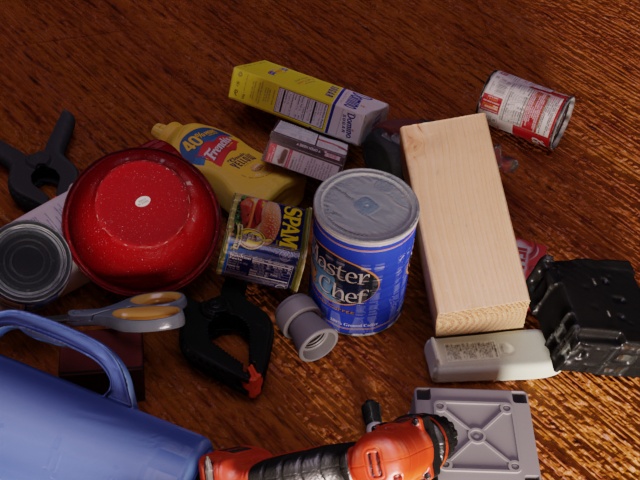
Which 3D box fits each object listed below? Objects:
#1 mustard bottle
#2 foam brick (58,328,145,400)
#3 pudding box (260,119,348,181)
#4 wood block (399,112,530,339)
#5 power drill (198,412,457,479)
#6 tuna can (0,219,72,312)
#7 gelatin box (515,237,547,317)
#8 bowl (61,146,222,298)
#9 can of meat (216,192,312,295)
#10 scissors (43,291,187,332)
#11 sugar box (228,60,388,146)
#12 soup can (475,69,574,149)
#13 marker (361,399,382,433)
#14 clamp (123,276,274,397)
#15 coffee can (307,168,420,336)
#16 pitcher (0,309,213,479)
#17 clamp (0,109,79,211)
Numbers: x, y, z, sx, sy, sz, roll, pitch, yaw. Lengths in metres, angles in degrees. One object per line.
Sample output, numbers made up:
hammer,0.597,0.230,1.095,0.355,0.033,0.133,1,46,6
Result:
mustard bottle,-0.116,-0.085,1.207,0.192,0.058,0.096,30,42,23
foam brick,-0.206,0.120,1.010,0.078,0.053,0.051,-4,47,-9
pudding box,-0.015,-0.100,1.199,0.090,0.039,0.113,18,11,-1
wood block,0.142,-0.013,1.081,0.091,0.090,0.206,-10,66,1
power drill,0.010,0.179,0.868,0.188,0.184,0.057,-16,79,19
tuna can,-0.283,0.024,1.030,0.086,0.034,0.086,6,71,-16
gelatin box,0.197,0.033,1.137,0.073,0.030,0.089,16,48,11
bowl,-0.177,-0.028,1.060,0.162,0.055,0.162,3,72,-8
can of meat,-0.057,0.001,1.094,0.084,0.057,0.102,13,38,-5
scissors,-0.217,0.069,1.031,0.202,0.016,0.096,0,15,20
sugar box,-0.013,-0.168,1.283,0.176,0.048,0.093,19,21,16
soup can,0.249,-0.160,1.300,0.102,0.068,0.068,24,49,18
marker,0.055,0.197,0.977,0.020,0.020,0.121,-4,47,-8
clamp,-0.116,0.075,1.069,0.164,0.036,0.210,-13,45,-15
coffee can,0.040,0.013,1.068,0.103,0.140,0.103,2,46,-2
pitcher,-0.215,0.172,0.903,0.243,0.149,0.144,17,34,7
clamp,-0.312,-0.088,1.212,0.120,0.039,0.172,-27,57,-20
